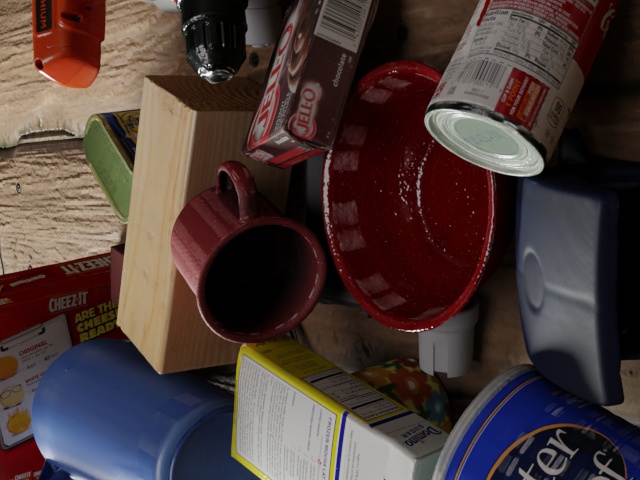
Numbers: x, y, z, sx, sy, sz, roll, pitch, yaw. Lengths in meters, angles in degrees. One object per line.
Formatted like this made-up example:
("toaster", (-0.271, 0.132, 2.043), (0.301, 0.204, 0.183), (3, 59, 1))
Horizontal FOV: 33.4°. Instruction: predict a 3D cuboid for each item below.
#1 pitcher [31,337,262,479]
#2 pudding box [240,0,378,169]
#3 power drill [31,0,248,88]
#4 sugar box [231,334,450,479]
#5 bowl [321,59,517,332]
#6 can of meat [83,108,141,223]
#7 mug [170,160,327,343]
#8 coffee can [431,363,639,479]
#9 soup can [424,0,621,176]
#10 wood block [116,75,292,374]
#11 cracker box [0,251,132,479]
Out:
("pitcher", (-0.145, 0.171, 0.888), (0.243, 0.144, 0.149), (6, 99, 56))
("pudding box", (-0.009, -0.107, 0.689), (0.090, 0.039, 0.113), (-11, 58, 68))
("power drill", (-0.126, -0.174, 0.760), (0.188, 0.057, 0.184), (-18, 67, 34))
("sugar box", (0.011, 0.136, 0.693), (0.176, 0.048, 0.093), (25, 118, 43))
("bowl", (0.068, -0.027, 0.646), (0.162, 0.055, 0.162), (9, 101, 55))
("can of meat", (-0.138, -0.065, 0.884), (0.102, 0.083, 0.058), (55, 137, 27))
("mug", (-0.055, 0.001, 0.728), (0.082, 0.093, 0.117), (-136, 34, -54))
("coffee can", (0.142, 0.141, 0.553), (0.140, 0.102, 0.103), (30, 122, 35))
("soup can", (0.103, -0.092, 0.543), (0.069, 0.068, 0.102), (10, 69, 50))
("wood block", (-0.089, -0.014, 0.815), (0.090, 0.090, 0.206), (37, 124, 48))
("cracker box", (-0.258, 0.130, 1.025), (0.072, 0.163, 0.214), (30, 122, 42))
